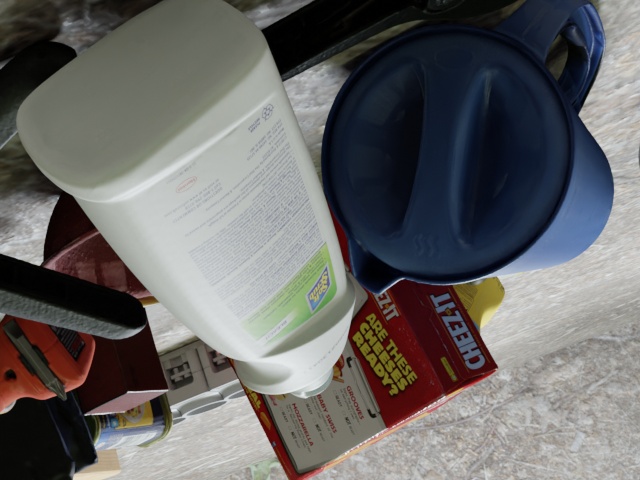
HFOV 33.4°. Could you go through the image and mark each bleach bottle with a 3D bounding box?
[{"bbox_3d":[-0.040,0.009,0.500,0.102,0.068,0.251,-40,144,-14],"label":"bleach bottle"}]

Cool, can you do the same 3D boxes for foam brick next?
[{"bbox_3d":[-0.166,0.094,0.856,0.051,0.078,0.052,-27,162,27],"label":"foam brick"}]

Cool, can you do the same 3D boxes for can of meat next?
[{"bbox_3d":[-0.184,0.130,0.917,0.058,0.102,0.083,-30,160,33],"label":"can of meat"}]

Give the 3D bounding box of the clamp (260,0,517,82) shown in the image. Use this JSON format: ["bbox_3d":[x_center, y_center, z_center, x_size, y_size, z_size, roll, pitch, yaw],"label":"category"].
[{"bbox_3d":[0.043,-0.118,0.439,0.171,0.039,0.120,-21,171,-7],"label":"clamp"}]

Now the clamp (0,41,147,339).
[{"bbox_3d":[-0.187,-0.009,0.470,0.210,0.036,0.165,-5,130,-9],"label":"clamp"}]

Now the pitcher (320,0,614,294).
[{"bbox_3d":[0.112,-0.047,0.640,0.149,0.145,0.242,-13,173,22],"label":"pitcher"}]

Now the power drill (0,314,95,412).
[{"bbox_3d":[-0.221,0.101,0.615,0.187,0.057,0.184,-37,-169,-3],"label":"power drill"}]

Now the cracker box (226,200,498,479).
[{"bbox_3d":[0.016,0.077,0.828,0.071,0.164,0.214,-17,163,-41],"label":"cracker box"}]

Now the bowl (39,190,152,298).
[{"bbox_3d":[-0.086,-0.019,0.592,0.162,0.055,0.162,-19,165,-5],"label":"bowl"}]
